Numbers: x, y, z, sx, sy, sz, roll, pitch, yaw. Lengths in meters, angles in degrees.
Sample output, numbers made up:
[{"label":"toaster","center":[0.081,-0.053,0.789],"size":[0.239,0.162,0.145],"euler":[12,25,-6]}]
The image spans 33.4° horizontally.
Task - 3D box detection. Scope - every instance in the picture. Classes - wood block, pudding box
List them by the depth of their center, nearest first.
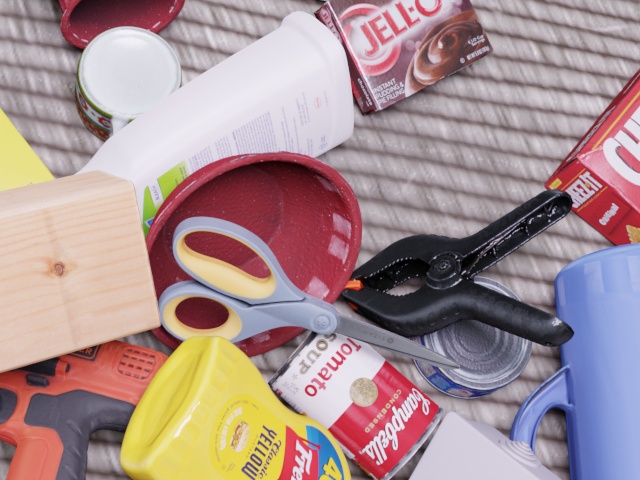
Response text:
[{"label":"wood block","center":[-0.208,0.028,0.609],"size":[0.205,0.090,0.091],"euler":[-15,104,-23]},{"label":"pudding box","center":[0.064,-0.159,0.817],"size":[0.113,0.039,0.090],"euler":[-29,98,-19]}]

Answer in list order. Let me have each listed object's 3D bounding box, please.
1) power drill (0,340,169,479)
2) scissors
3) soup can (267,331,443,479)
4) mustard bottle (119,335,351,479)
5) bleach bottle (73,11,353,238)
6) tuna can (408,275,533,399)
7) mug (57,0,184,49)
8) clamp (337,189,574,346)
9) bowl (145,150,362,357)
[{"label":"power drill","center":[-0.198,0.121,0.647],"size":[0.184,0.057,0.187],"euler":[13,48,2]},{"label":"scissors","center":[-0.017,0.058,0.679],"size":[0.201,0.096,0.016],"euler":[35,24,-16]},{"label":"soup can","center":[0.023,0.106,0.723],"size":[0.102,0.069,0.068],"euler":[41,70,4]},{"label":"mustard bottle","center":[-0.033,0.150,0.671],"size":[0.191,0.058,0.096],"euler":[46,55,-31]},{"label":"bleach bottle","center":[-0.096,-0.058,0.731],"size":[0.250,0.102,0.068],"euler":[-31,51,-18]},{"label":"tuna can","center":[0.109,0.069,0.769],"size":[0.086,0.034,0.086],"euler":[3,73,-11]},{"label":"mug","center":[-0.162,-0.196,0.759],"size":[0.117,0.093,0.081],"euler":[-4,65,-49]},{"label":"clamp","center":[0.094,0.034,0.724],"size":[0.172,0.039,0.120],"euler":[-19,41,21]},{"label":"bowl","center":[-0.055,0.001,0.717],"size":[0.162,0.162,0.055],"euler":[-20,40,-17]}]
